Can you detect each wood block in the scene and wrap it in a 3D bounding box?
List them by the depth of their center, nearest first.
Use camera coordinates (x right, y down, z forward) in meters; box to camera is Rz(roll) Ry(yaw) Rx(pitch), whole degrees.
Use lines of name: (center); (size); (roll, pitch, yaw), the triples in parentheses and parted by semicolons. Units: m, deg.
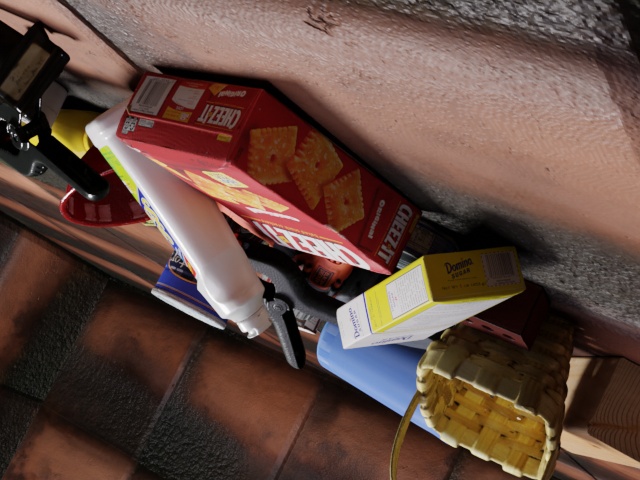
wood block: (0.305, 0.187, 1.178); (0.090, 0.090, 0.206); (29, 170, -7)

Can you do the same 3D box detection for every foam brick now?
foam brick: (0.167, 0.061, 0.998); (0.078, 0.051, 0.053); (22, 169, 27)

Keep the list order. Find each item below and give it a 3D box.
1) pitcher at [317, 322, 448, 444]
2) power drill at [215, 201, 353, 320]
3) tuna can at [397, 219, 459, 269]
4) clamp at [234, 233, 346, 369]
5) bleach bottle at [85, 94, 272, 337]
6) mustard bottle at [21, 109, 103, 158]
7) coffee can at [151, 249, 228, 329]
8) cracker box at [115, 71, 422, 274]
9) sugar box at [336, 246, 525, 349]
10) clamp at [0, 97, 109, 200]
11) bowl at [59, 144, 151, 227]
pitcher: (0.125, 0.184, 1.565); (0.243, 0.145, 0.149); (26, 159, 29)
power drill: (-0.056, 0.001, 1.112); (0.187, 0.057, 0.185); (27, 144, -2)
tuna can: (0.082, 0.004, 0.981); (0.086, 0.033, 0.086); (26, 170, 5)
clamp: (-0.040, 0.065, 1.093); (0.171, 0.039, 0.120); (40, 126, -11)
bleach bottle: (-0.121, -0.018, 0.992); (0.251, 0.068, 0.103); (58, 166, -11)
mustard bottle: (-0.270, -0.115, 1.210); (0.096, 0.058, 0.192); (30, 169, -30)
coffee can: (-0.135, 0.027, 1.344); (0.103, 0.140, 0.103); (26, 170, 5)
cracker box: (-0.043, -0.054, 0.897); (0.164, 0.072, 0.213); (16, 166, 47)
sugar box: (0.091, 0.052, 0.932); (0.093, 0.048, 0.176); (-4, 166, -26)
clamp: (-0.283, -0.102, 1.062); (0.210, 0.036, 0.164); (-14, 103, 57)
bowl: (-0.200, -0.071, 1.131); (0.162, 0.055, 0.162); (-14, 162, -5)
